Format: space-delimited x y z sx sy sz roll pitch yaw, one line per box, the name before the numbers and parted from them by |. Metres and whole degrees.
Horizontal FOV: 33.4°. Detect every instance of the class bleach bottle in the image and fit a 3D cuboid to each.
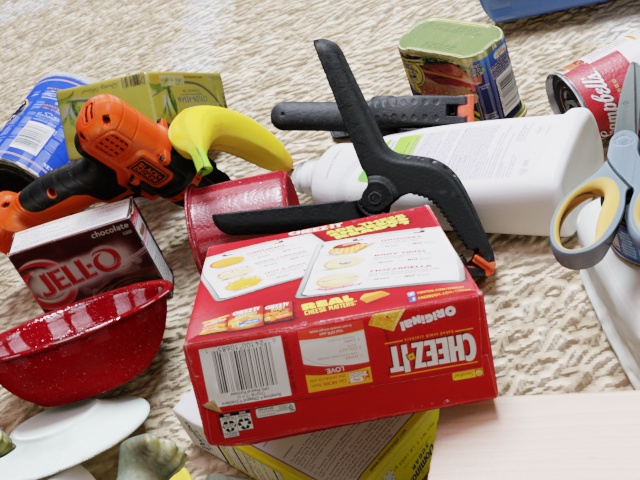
bleach bottle | 0.091 -0.055 0.864 0.251 0.068 0.102 3 46 34

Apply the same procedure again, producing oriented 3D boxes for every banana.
banana | -0.081 -0.083 0.908 0.037 0.069 0.197 -31 -5 20

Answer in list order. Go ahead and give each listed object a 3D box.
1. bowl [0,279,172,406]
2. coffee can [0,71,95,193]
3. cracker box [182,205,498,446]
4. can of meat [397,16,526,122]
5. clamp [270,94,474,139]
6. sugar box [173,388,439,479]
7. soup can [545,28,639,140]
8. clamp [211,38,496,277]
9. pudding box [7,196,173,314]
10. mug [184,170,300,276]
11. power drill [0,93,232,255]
bowl | -0.182 0.084 0.819 0.162 0.055 0.162 -18 9 3
coffee can | -0.272 -0.087 1.066 0.103 0.103 0.140 -2 42 26
cracker box | 0.008 0.046 0.670 0.164 0.072 0.213 -10 14 0
can of meat | 0.122 -0.144 0.936 0.102 0.084 0.057 19 53 42
clamp | 0.055 -0.107 0.931 0.172 0.039 0.120 2 7 20
sugar box | -0.009 0.123 0.715 0.177 0.048 0.093 16 52 46
soup can | 0.243 -0.126 0.861 0.102 0.068 0.068 -27 37 -5
clamp | 0.032 -0.026 0.796 0.165 0.210 0.036 -52 -5 9
pudding box | -0.192 0.021 0.902 0.113 0.090 0.039 -18 37 7
mug | -0.056 0.001 0.864 0.081 0.093 0.117 -13 69 7
power drill | -0.182 -0.034 0.930 0.188 0.184 0.057 -31 47 23
